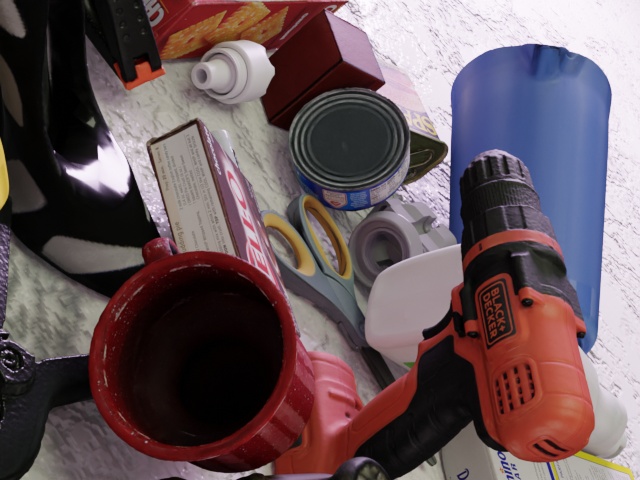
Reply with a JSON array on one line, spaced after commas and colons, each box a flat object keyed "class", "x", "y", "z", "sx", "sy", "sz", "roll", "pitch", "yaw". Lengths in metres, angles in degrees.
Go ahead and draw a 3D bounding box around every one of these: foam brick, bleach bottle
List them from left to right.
[{"class": "foam brick", "x": -0.001, "y": -0.121, "z": 0.794, "sx": 0.052, "sy": 0.078, "sz": 0.051, "roll": 17, "pitch": 45, "yaw": -47}, {"class": "bleach bottle", "x": 0.145, "y": 0.093, "z": 0.735, "sx": 0.250, "sy": 0.103, "sz": 0.068, "roll": 36, "pitch": 53, "yaw": -36}]

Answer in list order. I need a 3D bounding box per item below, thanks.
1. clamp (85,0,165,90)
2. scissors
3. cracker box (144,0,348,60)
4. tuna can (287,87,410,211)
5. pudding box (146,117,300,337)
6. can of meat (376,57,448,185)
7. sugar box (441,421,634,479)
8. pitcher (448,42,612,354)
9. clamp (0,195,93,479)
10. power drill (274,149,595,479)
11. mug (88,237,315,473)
[{"class": "clamp", "x": -0.156, "y": -0.191, "z": 0.651, "sx": 0.036, "sy": 0.165, "sz": 0.210, "roll": -28, "pitch": 103, "yaw": -21}, {"class": "scissors", "x": 0.010, "y": 0.053, "z": 0.690, "sx": 0.096, "sy": 0.016, "sz": 0.202, "roll": 9, "pitch": 51, "yaw": -47}, {"class": "cracker box", "x": -0.093, "y": -0.217, "z": 0.776, "sx": 0.164, "sy": 0.072, "sz": 0.213, "roll": 57, "pitch": 30, "yaw": 6}, {"class": "tuna can", "x": 0.021, "y": -0.064, "z": 0.758, "sx": 0.034, "sy": 0.086, "sz": 0.086, "roll": 79, "pitch": -7, "yaw": -62}, {"class": "pudding box", "x": -0.054, "y": 0.001, "z": 0.604, "sx": 0.090, "sy": 0.039, "sz": 0.113, "roll": 56, "pitch": 11, "yaw": -63}, {"class": "can of meat", "x": 0.044, "y": -0.099, "z": 0.853, "sx": 0.101, "sy": 0.058, "sz": 0.084, "roll": 14, "pitch": 45, "yaw": -47}, {"class": "sugar box", "x": 0.160, "y": 0.186, "z": 0.727, "sx": 0.176, "sy": 0.048, "sz": 0.093, "roll": 23, "pitch": 42, "yaw": -34}, {"class": "pitcher", "x": 0.161, "y": -0.020, "z": 0.841, "sx": 0.149, "sy": 0.145, "sz": 0.242, "roll": 36, "pitch": 48, "yaw": -34}, {"class": "clamp", "x": -0.148, "y": 0.048, "z": 0.463, "sx": 0.120, "sy": 0.039, "sz": 0.171, "roll": 49, "pitch": 26, "yaw": -3}, {"class": "power drill", "x": 0.053, "y": 0.058, "z": 0.576, "sx": 0.057, "sy": 0.188, "sz": 0.184, "roll": 30, "pitch": 39, "yaw": -31}, {"class": "mug", "x": -0.054, "y": 0.052, "z": 0.496, "sx": 0.117, "sy": 0.093, "sz": 0.081, "roll": 61, "pitch": -1, "yaw": 23}]
